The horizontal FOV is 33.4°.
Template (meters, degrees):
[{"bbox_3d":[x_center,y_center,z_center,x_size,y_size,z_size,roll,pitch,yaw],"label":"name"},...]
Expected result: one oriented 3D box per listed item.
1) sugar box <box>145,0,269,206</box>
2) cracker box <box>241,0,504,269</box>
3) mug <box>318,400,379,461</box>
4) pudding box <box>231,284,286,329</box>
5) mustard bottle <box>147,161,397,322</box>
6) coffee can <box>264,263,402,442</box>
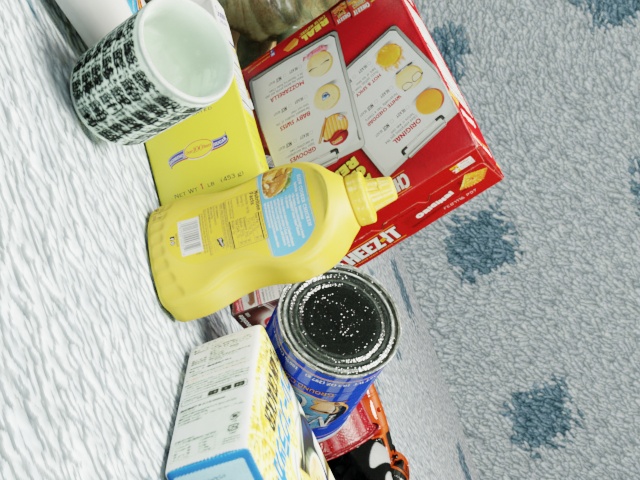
[{"bbox_3d":[-0.109,-0.115,0.913,0.048,0.093,0.176,38,33,-74],"label":"sugar box"},{"bbox_3d":[0.038,-0.101,0.907,0.072,0.164,0.214,34,29,-52],"label":"cracker box"},{"bbox_3d":[-0.007,0.160,0.993,0.081,0.093,0.117,66,24,-1],"label":"mug"},{"bbox_3d":[-0.028,0.066,1.035,0.113,0.090,0.039,57,15,-55],"label":"pudding box"},{"bbox_3d":[-0.034,-0.010,0.816,0.058,0.192,0.096,59,15,-52],"label":"mustard bottle"},{"bbox_3d":[-0.002,0.097,0.892,0.140,0.102,0.103,116,-35,-54],"label":"coffee can"}]
